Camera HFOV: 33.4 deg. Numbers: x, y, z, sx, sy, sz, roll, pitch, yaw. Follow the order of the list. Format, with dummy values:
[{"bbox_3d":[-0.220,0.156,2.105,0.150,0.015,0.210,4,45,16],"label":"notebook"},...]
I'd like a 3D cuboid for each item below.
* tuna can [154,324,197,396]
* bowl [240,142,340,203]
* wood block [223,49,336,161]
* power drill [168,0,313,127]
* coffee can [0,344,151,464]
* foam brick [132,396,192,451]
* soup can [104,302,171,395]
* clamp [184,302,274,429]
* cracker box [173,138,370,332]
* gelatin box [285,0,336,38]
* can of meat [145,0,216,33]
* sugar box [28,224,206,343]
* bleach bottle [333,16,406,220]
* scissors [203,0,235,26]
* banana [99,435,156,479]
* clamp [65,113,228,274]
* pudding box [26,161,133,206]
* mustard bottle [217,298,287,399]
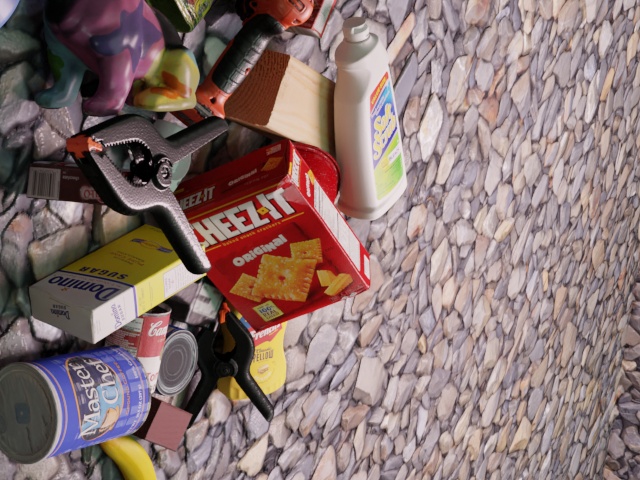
[{"bbox_3d":[-0.187,0.145,1.295,0.086,0.034,0.086,-28,124,-53],"label":"tuna can"},{"bbox_3d":[-0.046,-0.044,1.317,0.162,0.055,0.162,-11,139,-9],"label":"bowl"},{"bbox_3d":[-0.035,-0.167,1.327,0.205,0.091,0.090,18,90,-60],"label":"wood block"},{"bbox_3d":[-0.097,-0.208,1.175,0.057,0.185,0.187,37,86,-20],"label":"power drill"},{"bbox_3d":[-0.262,0.169,1.122,0.140,0.103,0.103,-5,110,-58],"label":"coffee can"},{"bbox_3d":[-0.203,0.218,1.296,0.051,0.053,0.078,-65,149,-11],"label":"foam brick"},{"bbox_3d":[-0.213,0.121,1.213,0.068,0.069,0.102,-4,109,-58],"label":"soup can"},{"bbox_3d":[-0.132,0.168,1.375,0.120,0.039,0.171,-14,105,-10],"label":"clamp"},{"bbox_3d":[-0.058,0.002,1.257,0.213,0.164,0.072,54,23,-39],"label":"cracker box"},{"bbox_3d":[-0.027,-0.287,1.277,0.030,0.089,0.073,32,78,-58],"label":"gelatin box"},{"bbox_3d":[-0.145,-0.281,1.120,0.084,0.058,0.102,-56,147,-21],"label":"can of meat"},{"bbox_3d":[-0.214,0.042,1.143,0.175,0.093,0.048,-32,131,-49],"label":"sugar box"},{"bbox_3d":[0.053,-0.154,1.327,0.102,0.068,0.251,-45,139,-37],"label":"bleach bottle"},{"bbox_3d":[-0.066,-0.322,1.213,0.016,0.096,0.201,41,67,-17],"label":"scissors"},{"bbox_3d":[-0.231,0.299,1.309,0.069,0.037,0.198,-37,135,-45],"label":"banana"},{"bbox_3d":[-0.158,-0.054,1.014,0.209,0.036,0.164,9,81,-58],"label":"clamp"},{"bbox_3d":[-0.220,-0.055,1.060,0.089,0.114,0.039,-1,98,-58],"label":"pudding box"},{"bbox_3d":[-0.088,0.113,1.421,0.096,0.058,0.192,-10,115,-33],"label":"mustard bottle"}]
